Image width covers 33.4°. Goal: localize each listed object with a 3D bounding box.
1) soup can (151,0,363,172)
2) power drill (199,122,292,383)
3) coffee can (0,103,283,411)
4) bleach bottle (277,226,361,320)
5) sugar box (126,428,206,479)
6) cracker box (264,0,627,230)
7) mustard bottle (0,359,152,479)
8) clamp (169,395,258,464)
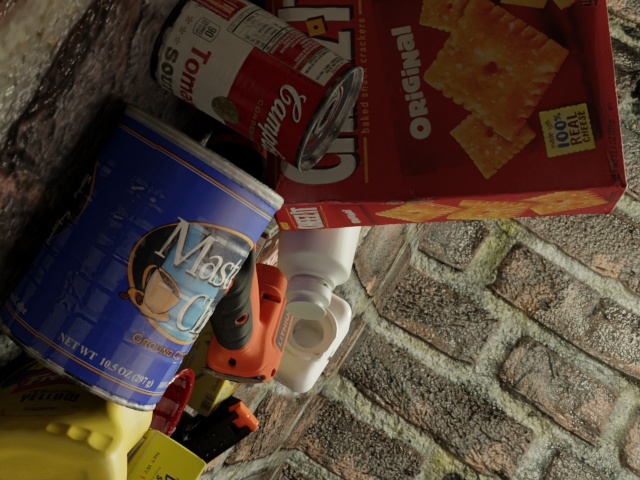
[{"bbox_3d":[-0.036,-0.093,0.608,0.068,0.102,0.068,-56,170,-15],"label":"soup can"},{"bbox_3d":[-0.055,0.001,0.768,0.187,0.057,0.184,81,22,-51],"label":"power drill"},{"bbox_3d":[-0.100,0.009,0.599,0.140,0.103,0.102,-58,170,-1],"label":"coffee can"},{"bbox_3d":[0.010,-0.058,0.773,0.102,0.068,0.250,77,20,-60],"label":"bleach bottle"},{"bbox_3d":[-0.124,0.176,0.722,0.093,0.048,0.176,-57,-178,-13],"label":"sugar box"},{"bbox_3d":[0.073,-0.096,0.670,0.072,0.214,0.164,68,20,-76],"label":"cracker box"},{"bbox_3d":[-0.152,0.105,0.639,0.191,0.096,0.058,-86,174,-78],"label":"mustard bottle"},{"bbox_3d":[-0.136,0.205,1.036,0.210,0.036,0.164,-29,-166,49],"label":"clamp"}]
